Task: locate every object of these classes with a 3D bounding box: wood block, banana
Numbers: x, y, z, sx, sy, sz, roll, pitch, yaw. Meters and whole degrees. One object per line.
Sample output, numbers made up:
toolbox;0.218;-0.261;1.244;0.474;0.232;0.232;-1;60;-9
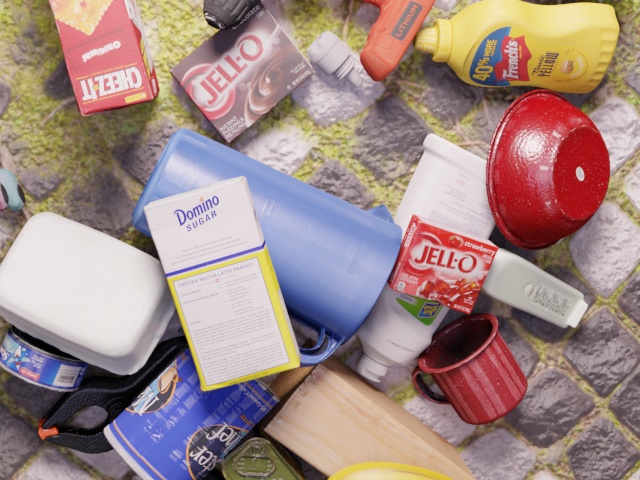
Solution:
wood block;0.045;0.204;1.095;0.206;0.091;0.090;38;94;-12
banana;0.086;0.251;1.045;0.197;0.037;0.070;8;118;-7

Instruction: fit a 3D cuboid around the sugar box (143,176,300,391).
sugar box;-0.086;0.039;0.952;0.093;0.048;0.176;-16;96;3

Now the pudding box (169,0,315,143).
pudding box;-0.076;-0.164;1.038;0.113;0.039;0.090;-39;102;1

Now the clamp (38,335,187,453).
clamp;-0.196;0.179;1.087;0.171;0.039;0.120;-22;97;-6

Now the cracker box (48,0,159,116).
cracker box;-0.206;-0.224;0.947;0.072;0.164;0.214;-15;102;-3

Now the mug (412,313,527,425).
mug;0.151;0.139;1.104;0.117;0.093;0.081;-24;110;29

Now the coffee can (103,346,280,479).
coffee can;-0.123;0.169;1.032;0.140;0.103;0.102;-45;103;-7

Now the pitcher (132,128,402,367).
pitcher;-0.057;0.001;1.024;0.242;0.149;0.145;27;114;-8

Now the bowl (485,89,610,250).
bowl;0.235;-0.067;1.049;0.161;0.055;0.162;-6;100;-39

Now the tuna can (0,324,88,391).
tuna can;-0.269;0.114;1.041;0.086;0.086;0.034;23;95;-11

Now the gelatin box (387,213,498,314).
gelatin box;0.118;0.023;1.037;0.089;0.030;0.073;19;102;-15

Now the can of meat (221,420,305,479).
can of meat;-0.056;0.234;1.090;0.057;0.084;0.102;-38;103;1

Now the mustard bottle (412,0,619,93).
mustard bottle;0.185;-0.191;1.044;0.191;0.096;0.058;3;55;-7

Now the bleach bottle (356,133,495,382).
bleach bottle;0.098;0.025;1.083;0.102;0.068;0.251;25;98;-16

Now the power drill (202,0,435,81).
power drill;0.003;-0.233;1.003;0.187;0.057;0.184;35;76;-12
